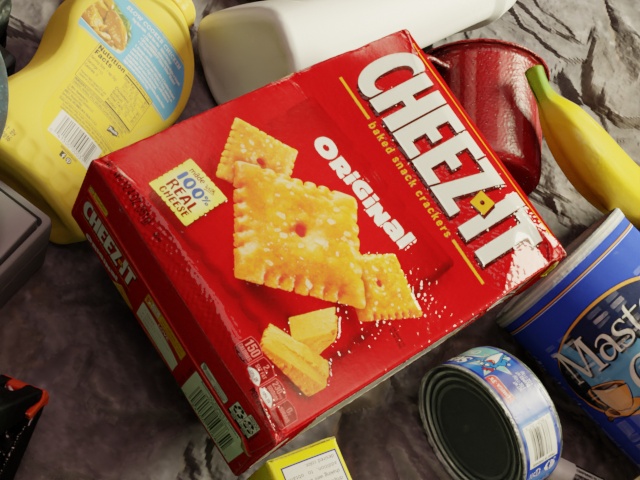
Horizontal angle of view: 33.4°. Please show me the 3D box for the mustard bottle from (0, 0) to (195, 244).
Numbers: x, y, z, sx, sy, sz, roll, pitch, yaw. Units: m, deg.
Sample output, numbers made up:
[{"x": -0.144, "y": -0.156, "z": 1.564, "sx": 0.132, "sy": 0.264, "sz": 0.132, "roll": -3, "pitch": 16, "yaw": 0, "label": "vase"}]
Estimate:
[{"x": -0.128, "y": -0.096, "z": 0.638, "sx": 0.096, "sy": 0.058, "sz": 0.191, "roll": 49, "pitch": 53, "yaw": -27, "label": "mustard bottle"}]

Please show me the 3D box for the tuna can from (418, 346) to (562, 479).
[{"x": 0.096, "y": 0.105, "z": 0.610, "sx": 0.033, "sy": 0.086, "sz": 0.086, "roll": -23, "pitch": 74, "yaw": -30, "label": "tuna can"}]

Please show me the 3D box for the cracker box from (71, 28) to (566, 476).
[{"x": 0.004, "y": -0.003, "z": 0.570, "sx": 0.213, "sy": 0.072, "sz": 0.164, "roll": -28, "pitch": 80, "yaw": -30, "label": "cracker box"}]

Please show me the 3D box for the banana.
[{"x": 0.199, "y": -0.043, "z": 0.702, "sx": 0.197, "sy": 0.037, "sz": 0.069, "roll": 32, "pitch": 53, "yaw": -40, "label": "banana"}]

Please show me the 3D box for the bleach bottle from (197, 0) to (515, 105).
[{"x": 0.045, "y": -0.153, "z": 0.726, "sx": 0.250, "sy": 0.103, "sz": 0.068, "roll": -26, "pitch": 110, "yaw": -35, "label": "bleach bottle"}]

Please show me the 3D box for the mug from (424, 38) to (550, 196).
[{"x": 0.096, "y": -0.077, "z": 0.694, "sx": 0.117, "sy": 0.093, "sz": 0.081, "roll": 27, "pitch": 58, "yaw": -41, "label": "mug"}]
